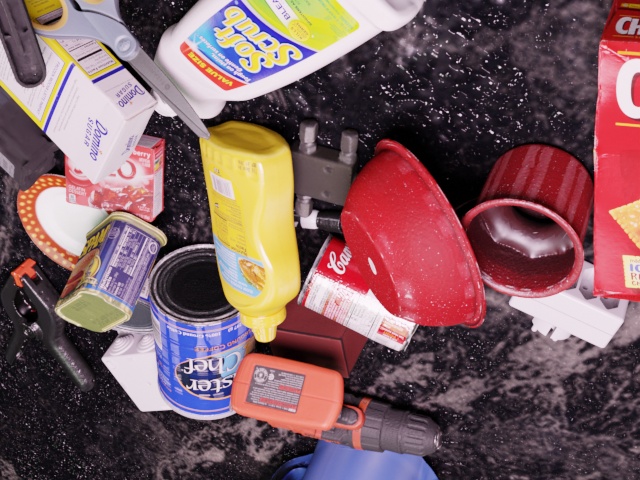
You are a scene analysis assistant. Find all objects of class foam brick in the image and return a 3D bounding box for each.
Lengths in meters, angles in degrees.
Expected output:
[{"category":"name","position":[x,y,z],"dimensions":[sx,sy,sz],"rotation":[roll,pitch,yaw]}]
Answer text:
[{"category":"foam brick","position":[-0.003,0.088,1.000],"dimensions":[0.078,0.051,0.053],"rotation":[7,134,23]}]

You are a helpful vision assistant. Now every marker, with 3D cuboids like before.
[{"category":"marker","position":[-0.031,-0.022,0.936],"dimensions":[0.121,0.020,0.020],"rotation":[7,132,23]}]

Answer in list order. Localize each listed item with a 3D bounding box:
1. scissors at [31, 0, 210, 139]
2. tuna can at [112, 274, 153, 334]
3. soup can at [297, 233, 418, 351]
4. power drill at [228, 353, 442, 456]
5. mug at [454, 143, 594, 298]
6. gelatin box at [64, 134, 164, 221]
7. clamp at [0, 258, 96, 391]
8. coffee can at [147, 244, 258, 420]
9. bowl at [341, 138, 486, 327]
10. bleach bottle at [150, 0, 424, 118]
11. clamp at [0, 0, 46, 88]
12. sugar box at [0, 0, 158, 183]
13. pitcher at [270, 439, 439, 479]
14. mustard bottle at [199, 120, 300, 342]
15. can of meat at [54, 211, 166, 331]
[{"category":"scissors","position":[-0.168,-0.145,0.817],"dimensions":[0.096,0.016,0.202],"rotation":[-28,83,8]},{"category":"tuna can","position":[-0.192,0.061,1.071],"dimensions":[0.086,0.033,0.086],"rotation":[8,150,4]},{"category":"soup can","position":[0.040,0.046,0.926],"dimensions":[0.102,0.068,0.069],"rotation":[25,137,4]},{"category":"power drill","position":[0.010,0.160,0.999],"dimensions":[0.185,0.057,0.187],"rotation":[7,164,21]},{"category":"mug","position":[0.147,-0.016,0.799],"dimensions":[0.117,0.081,0.093],"rotation":[-9,125,34]},{"category":"gelatin box","position":[-0.186,-0.063,0.960],"dimensions":[0.089,0.030,0.073],"rotation":[13,120,12]},{"category":"clamp","position":[-0.303,0.098,1.181],"dimensions":[0.120,0.039,0.171],"rotation":[18,136,11]},{"category":"coffee can","position":[-0.109,0.088,1.020],"dimensions":[0.103,0.102,0.140],"rotation":[17,135,14]},{"category":"bowl","position":[0.061,0.006,0.818],"dimensions":[0.162,0.055,0.162],"rotation":[59,168,20]},{"category":"bleach bottle","position":[-0.044,-0.150,0.794],"dimensions":[0.102,0.068,0.251],"rotation":[48,136,-14]},{"category":"clamp","position":[-0.246,-0.227,0.752],"dimensions":[0.036,0.210,0.164],"rotation":[-15,172,-1]},{"category":"sugar box","position":[-0.219,-0.141,0.880],"dimensions":[0.176,0.048,0.093],"rotation":[45,138,3]},{"category":"pitcher","position":[0.005,0.309,1.060],"dimensions":[0.145,0.242,0.149],"rotation":[36,136,-3]},{"category":"mustard bottle","position":[-0.056,0.001,0.902],"dimensions":[0.096,0.058,0.192],"rotation":[27,130,46]},{"category":"can of meat","position":[-0.194,0.032,0.978],"dimensions":[0.057,0.084,0.102],"rotation":[30,151,-21]}]
